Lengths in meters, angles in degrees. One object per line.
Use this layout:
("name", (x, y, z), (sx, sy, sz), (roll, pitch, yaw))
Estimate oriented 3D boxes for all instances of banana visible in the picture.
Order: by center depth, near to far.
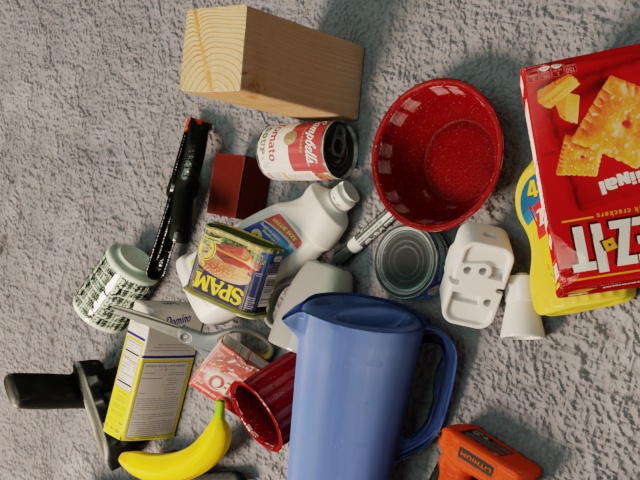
("banana", (-0.172, 0.262, 1.314), (0.198, 0.037, 0.069), (-31, 65, 30))

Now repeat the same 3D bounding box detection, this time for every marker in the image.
("marker", (0.057, -0.010, 1.208), (0.121, 0.020, 0.020), (-43, 62, 28))

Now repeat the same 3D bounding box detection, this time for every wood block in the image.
("wood block", (-0.049, -0.192, 1.188), (0.090, 0.205, 0.091), (6, 90, 38))

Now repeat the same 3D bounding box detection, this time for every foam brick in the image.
("foam brick", (-0.100, -0.065, 1.316), (0.053, 0.051, 0.078), (11, 93, 39))

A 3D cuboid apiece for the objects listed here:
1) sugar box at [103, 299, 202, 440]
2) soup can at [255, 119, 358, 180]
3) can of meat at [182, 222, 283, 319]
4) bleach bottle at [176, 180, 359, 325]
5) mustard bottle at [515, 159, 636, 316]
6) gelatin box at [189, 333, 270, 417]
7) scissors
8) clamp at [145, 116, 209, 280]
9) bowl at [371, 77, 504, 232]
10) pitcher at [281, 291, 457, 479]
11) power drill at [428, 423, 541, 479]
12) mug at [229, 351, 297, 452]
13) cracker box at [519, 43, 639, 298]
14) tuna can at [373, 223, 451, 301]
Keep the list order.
("sugar box", (-0.211, 0.164, 1.357), (0.048, 0.093, 0.176), (17, 96, 39))
("soup can", (-0.016, -0.104, 1.243), (0.102, 0.068, 0.068), (1, 87, 39))
("can of meat", (-0.098, 0.033, 1.226), (0.102, 0.057, 0.084), (22, 100, 27))
("bleach bottle", (-0.058, 0.002, 1.272), (0.251, 0.067, 0.102), (-36, 68, 28))
("mustard bottle", (0.241, -0.027, 1.040), (0.096, 0.058, 0.191), (-15, 76, 31))
("gelatin box", (-0.100, 0.166, 1.281), (0.089, 0.030, 0.073), (36, 112, -8))
("scissors", (-0.157, 0.134, 1.301), (0.202, 0.016, 0.096), (7, 110, 4))
("clamp", (-0.172, -0.063, 1.337), (0.165, 0.036, 0.210), (149, 135, -67))
("bowl", (0.134, -0.088, 1.131), (0.162, 0.055, 0.162), (-4, 84, 38))
("pitcher", (0.040, 0.185, 1.136), (0.149, 0.144, 0.243), (19, 108, 40))
("power drill", (0.151, 0.297, 1.085), (0.185, 0.057, 0.188), (30, 104, 33))
("mug", (-0.042, 0.189, 1.221), (0.093, 0.081, 0.117), (32, 142, 40))
("cracker box", (0.279, -0.067, 0.969), (0.164, 0.072, 0.214), (-10, 78, 10))
("tuna can", (0.100, 0.023, 1.162), (0.086, 0.033, 0.086), (-4, 84, 38))
